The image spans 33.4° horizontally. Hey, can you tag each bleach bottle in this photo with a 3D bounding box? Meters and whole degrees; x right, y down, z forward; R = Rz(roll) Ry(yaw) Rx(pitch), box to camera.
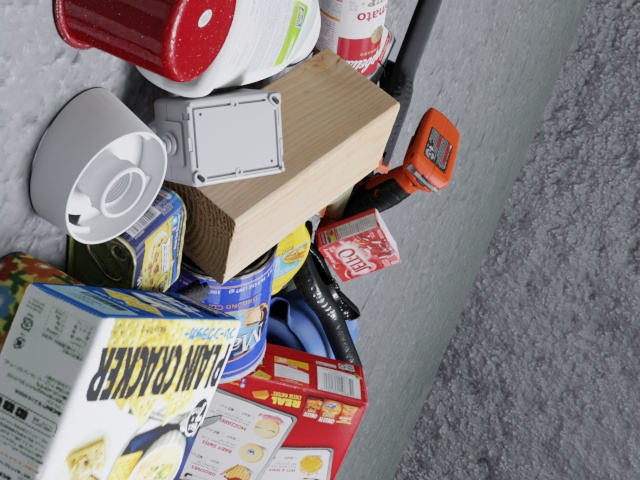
[{"bbox_3d":[-0.055,-0.167,0.855,0.103,0.068,0.250,-66,167,14],"label":"bleach bottle"}]

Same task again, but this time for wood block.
[{"bbox_3d":[-0.038,-0.067,0.914,0.205,0.091,0.090,-38,159,-34],"label":"wood block"}]

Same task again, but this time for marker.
[{"bbox_3d":[-0.145,0.062,0.868,0.121,0.020,0.020,-24,149,-15],"label":"marker"}]

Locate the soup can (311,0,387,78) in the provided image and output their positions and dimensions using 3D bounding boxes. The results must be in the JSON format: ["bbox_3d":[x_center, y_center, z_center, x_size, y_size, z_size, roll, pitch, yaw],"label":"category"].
[{"bbox_3d":[0.029,-0.215,1.043,0.068,0.068,0.102,-51,159,-40],"label":"soup can"}]

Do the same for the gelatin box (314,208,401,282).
[{"bbox_3d":[0.043,0.008,1.185,0.089,0.073,0.030,55,19,-56],"label":"gelatin box"}]

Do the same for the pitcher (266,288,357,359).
[{"bbox_3d":[-0.041,0.134,1.243,0.149,0.145,0.242,-27,180,19],"label":"pitcher"}]

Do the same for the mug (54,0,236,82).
[{"bbox_3d":[-0.105,-0.146,0.683,0.093,0.081,0.117,-60,164,-17],"label":"mug"}]

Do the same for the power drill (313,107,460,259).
[{"bbox_3d":[0.077,-0.076,1.247,0.188,0.057,0.184,-35,-154,40],"label":"power drill"}]

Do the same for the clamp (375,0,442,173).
[{"bbox_3d":[0.082,-0.166,1.212,0.165,0.036,0.210,128,-20,-68],"label":"clamp"}]

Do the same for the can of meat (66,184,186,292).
[{"bbox_3d":[-0.149,0.013,0.828,0.083,0.057,0.102,-50,159,-50],"label":"can of meat"}]

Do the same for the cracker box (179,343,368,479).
[{"bbox_3d":[-0.064,0.207,1.093,0.072,0.164,0.214,-94,-158,-57],"label":"cracker box"}]

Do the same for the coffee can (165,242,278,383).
[{"bbox_3d":[-0.095,0.047,0.969,0.102,0.103,0.140,-50,158,-43],"label":"coffee can"}]

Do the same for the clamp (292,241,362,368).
[{"bbox_3d":[0.006,0.059,1.187,0.120,0.039,0.171,-93,160,-68],"label":"clamp"}]
